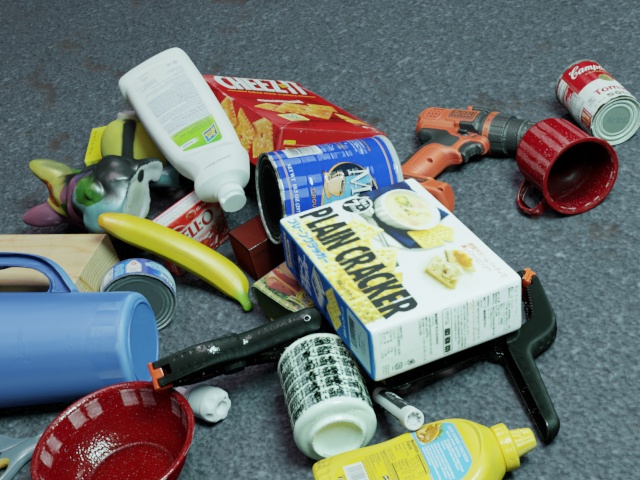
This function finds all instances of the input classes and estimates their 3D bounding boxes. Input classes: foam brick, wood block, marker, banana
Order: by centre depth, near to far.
[{"bbox_3d":[0.065,0.151,0.992,0.020,0.020,0.121,-25,12,-12],"label":"marker"},{"bbox_3d":[-0.157,0.015,1.210,0.037,0.197,0.069,-61,4,4],"label":"banana"},{"bbox_3d":[-0.058,0.002,1.243,0.078,0.053,0.051,-30,39,-18],"label":"foam brick"},{"bbox_3d":[-0.342,0.053,1.254,0.206,0.091,0.090,0,40,21],"label":"wood block"}]

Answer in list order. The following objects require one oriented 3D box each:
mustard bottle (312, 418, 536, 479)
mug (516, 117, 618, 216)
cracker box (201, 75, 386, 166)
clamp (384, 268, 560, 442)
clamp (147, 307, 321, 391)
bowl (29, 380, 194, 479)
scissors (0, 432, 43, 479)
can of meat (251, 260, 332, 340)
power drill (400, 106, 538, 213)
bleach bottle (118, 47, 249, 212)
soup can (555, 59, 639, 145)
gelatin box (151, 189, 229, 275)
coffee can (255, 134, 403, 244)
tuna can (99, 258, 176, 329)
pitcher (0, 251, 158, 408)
[{"bbox_3d":[0.094,0.201,0.920,0.191,0.058,0.096,-19,29,-3],"label":"mustard bottle"},{"bbox_3d":[0.266,-0.079,1.205,0.117,0.093,0.081,-53,31,12],"label":"mug"},{"bbox_3d":[-0.043,-0.146,1.355,0.163,0.072,0.214,0,25,-36],"label":"cracker box"},{"bbox_3d":[0.162,0.097,1.032,0.165,0.036,0.209,13,40,14],"label":"clamp"},{"bbox_3d":[-0.084,0.113,1.058,0.171,0.120,0.039,-15,67,-9],"label":"clamp"},{"bbox_3d":[-0.191,0.210,1.021,0.162,0.055,0.162,-11,37,8],"label":"bowl"},{"bbox_3d":[-0.299,0.203,1.106,0.201,0.016,0.096,-33,40,-22],"label":"scissors"},{"bbox_3d":[-0.013,0.057,1.152,0.083,0.057,0.102,-37,41,-22],"label":"can of meat"},{"bbox_3d":[0.166,-0.094,1.279,0.185,0.057,0.187,11,41,37],"label":"power drill"},{"bbox_3d":[-0.157,-0.124,1.290,0.102,0.068,0.251,-32,54,1],"label":"bleach bottle"},{"bbox_3d":[0.338,-0.168,1.298,0.068,0.068,0.102,-19,37,-4],"label":"soup can"},{"bbox_3d":[-0.155,-0.012,1.281,0.030,0.073,0.089,23,51,40],"label":"gelatin box"},{"bbox_3d":[0.009,-0.057,1.184,0.140,0.103,0.103,-10,34,-17],"label":"coffee can"},{"bbox_3d":[-0.204,0.062,1.193,0.086,0.086,0.034,-15,35,2],"label":"tuna can"},{"bbox_3d":[-0.302,0.103,1.134,0.243,0.149,0.145,-4,39,11],"label":"pitcher"}]
